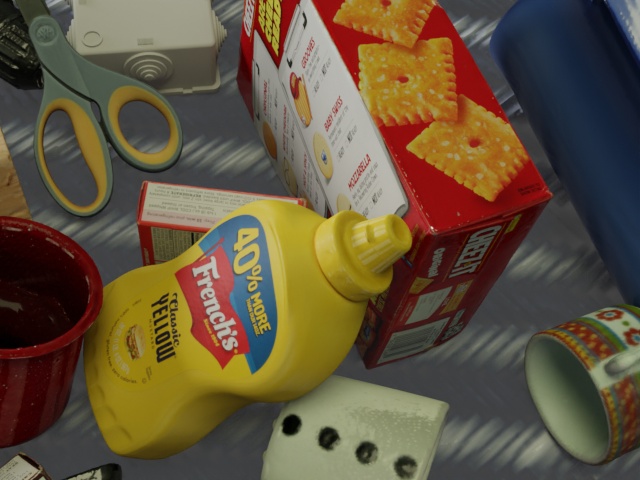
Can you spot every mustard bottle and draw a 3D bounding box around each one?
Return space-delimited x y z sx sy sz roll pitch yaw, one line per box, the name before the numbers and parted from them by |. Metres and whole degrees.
mustard bottle | -0.035 0.035 0.516 0.058 0.192 0.096 20 51 -45

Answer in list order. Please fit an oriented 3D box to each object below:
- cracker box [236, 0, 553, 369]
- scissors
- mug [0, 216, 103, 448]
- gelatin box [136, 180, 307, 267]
cracker box | 0.026 -0.061 0.576 0.072 0.164 0.214 -17 65 -17
scissors | -0.138 -0.115 0.618 0.096 0.016 0.202 -10 95 -8
mug | -0.171 0.045 0.524 0.117 0.082 0.093 17 40 -5
gelatin box | -0.054 0.001 0.588 0.089 0.073 0.030 6 62 -2
